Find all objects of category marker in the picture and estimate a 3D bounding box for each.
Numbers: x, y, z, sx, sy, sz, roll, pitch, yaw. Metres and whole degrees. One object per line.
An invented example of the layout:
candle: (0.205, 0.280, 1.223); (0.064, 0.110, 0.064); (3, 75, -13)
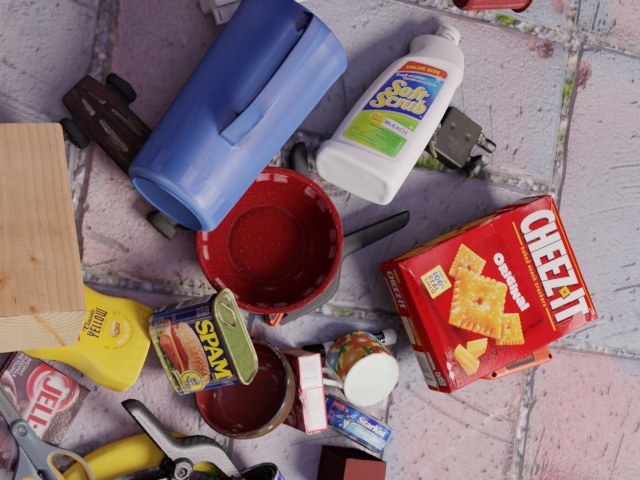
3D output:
marker: (0.032, 0.124, 1.262); (0.121, 0.020, 0.020); (-9, 93, -22)

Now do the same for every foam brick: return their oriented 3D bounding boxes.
foam brick: (0.035, 0.270, 1.231); (0.053, 0.078, 0.051); (12, 87, -22)

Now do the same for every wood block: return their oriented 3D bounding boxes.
wood block: (-0.291, -0.005, 1.048); (0.090, 0.091, 0.206); (-4, 65, -22)

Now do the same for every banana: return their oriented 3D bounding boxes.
banana: (-0.198, 0.245, 1.157); (0.197, 0.037, 0.069); (-2, 89, -22)

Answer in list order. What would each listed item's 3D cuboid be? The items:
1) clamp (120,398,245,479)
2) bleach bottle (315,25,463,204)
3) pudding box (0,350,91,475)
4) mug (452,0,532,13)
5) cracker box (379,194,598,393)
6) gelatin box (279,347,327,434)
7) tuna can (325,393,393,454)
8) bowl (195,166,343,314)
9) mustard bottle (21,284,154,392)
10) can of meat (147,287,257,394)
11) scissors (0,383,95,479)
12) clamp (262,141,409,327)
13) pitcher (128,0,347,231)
clamp: (-0.163, 0.248, 1.132); (0.171, 0.039, 0.120); (30, 91, -28)
bleach bottle: (0.094, -0.162, 1.248); (0.102, 0.068, 0.250); (26, 61, 9)
pudding box: (-0.308, 0.181, 1.111); (0.090, 0.039, 0.113); (35, 78, -20)
mug: (0.204, -0.332, 1.304); (0.081, 0.093, 0.117); (-7, 61, -18)
cracker box: (0.198, 0.060, 1.245); (0.213, 0.072, 0.164); (-24, 96, -17)
gelatin box: (-0.023, 0.170, 1.210); (0.030, 0.073, 0.089); (-7, 93, -23)
tuna can: (0.039, 0.211, 1.228); (0.086, 0.086, 0.033); (33, 79, -19)
bowl: (-0.058, 0.001, 1.180); (0.162, 0.055, 0.162); (1, 85, -7)
mustard bottle: (-0.272, 0.080, 1.111); (0.191, 0.058, 0.096); (26, 56, -19)
can of meat: (-0.125, 0.109, 1.135); (0.084, 0.057, 0.102); (-14, 107, 18)
scissors: (-0.312, 0.210, 1.078); (0.096, 0.016, 0.201); (-48, 111, -17)
clamp: (0.003, 0.011, 1.238); (0.164, 0.036, 0.210); (25, 80, -13)
pitcher: (-0.085, -0.133, 1.101); (0.145, 0.149, 0.242); (27, 72, 25)
